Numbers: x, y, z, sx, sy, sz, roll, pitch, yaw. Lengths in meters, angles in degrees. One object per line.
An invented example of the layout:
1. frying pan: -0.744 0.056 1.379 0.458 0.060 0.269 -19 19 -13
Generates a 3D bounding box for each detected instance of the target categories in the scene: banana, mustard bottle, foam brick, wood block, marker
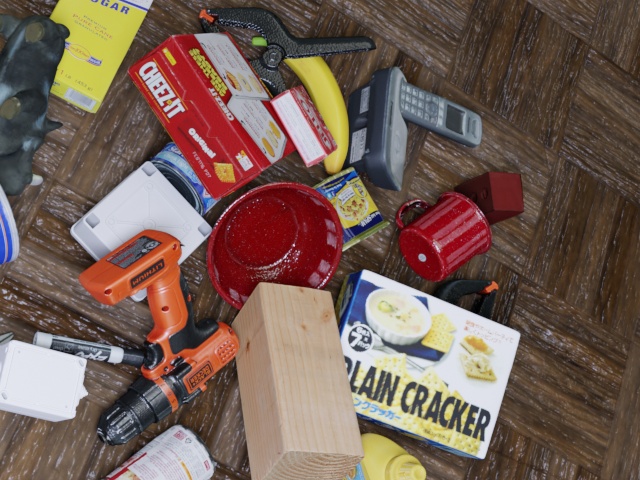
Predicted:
1. banana: -0.009 -0.179 1.324 0.069 0.037 0.198 -31 88 -3
2. mustard bottle: 0.053 0.254 1.139 0.058 0.192 0.096 -21 87 -31
3. foam brick: 0.218 -0.053 1.382 0.051 0.078 0.053 4 74 -29
4. wood block: -0.029 0.157 1.139 0.090 0.091 0.206 9 48 -25
5. marker: -0.241 0.116 1.123 0.121 0.020 0.020 14 70 -25

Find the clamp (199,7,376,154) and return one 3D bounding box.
1. clamp: -0.048 -0.225 1.287 0.210 0.036 0.164 38 86 -3

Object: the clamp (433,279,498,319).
1. clamp: 0.149 0.095 1.327 0.171 0.039 0.120 -45 104 -27

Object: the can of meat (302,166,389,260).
1. can of meat: 0.023 -0.033 1.273 0.101 0.058 0.084 -29 88 -52

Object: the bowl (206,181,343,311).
1. bowl: -0.058 0.001 1.207 0.162 0.055 0.162 -9 116 -19

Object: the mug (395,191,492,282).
1. mug: 0.144 -0.009 1.332 0.081 0.093 0.117 -35 63 -26

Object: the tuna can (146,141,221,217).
1. tuna can: -0.151 -0.066 1.183 0.086 0.086 0.033 48 62 -8

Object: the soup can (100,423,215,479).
1. soup can: -0.167 0.244 1.098 0.102 0.069 0.068 -35 94 -32

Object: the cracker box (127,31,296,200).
1. cracker box: -0.109 -0.142 1.169 0.164 0.072 0.213 56 16 -4

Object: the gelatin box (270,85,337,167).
1. gelatin box: -0.017 -0.133 1.235 0.089 0.030 0.073 59 16 -5

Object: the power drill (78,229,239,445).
1. power drill: -0.179 0.098 1.096 0.184 0.057 0.187 -40 130 -31

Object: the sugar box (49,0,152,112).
1. sugar box: -0.256 -0.239 1.200 0.093 0.048 0.176 28 66 -17
